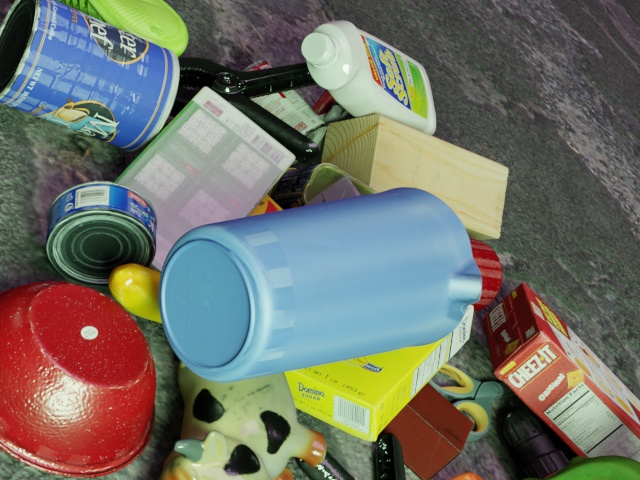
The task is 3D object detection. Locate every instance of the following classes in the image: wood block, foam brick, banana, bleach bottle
[{"bbox_3d":[0.106,-0.066,1.202,0.205,0.091,0.090,17,77,-37],"label":"wood block"},{"bbox_3d":[0.087,0.165,0.951,0.078,0.051,0.053,42,31,1],"label":"foam brick"},{"bbox_3d":[-0.111,0.046,0.848,0.197,0.070,0.037,21,64,-53],"label":"banana"},{"bbox_3d":[0.049,-0.171,1.148,0.250,0.068,0.102,9,70,-64],"label":"bleach bottle"}]

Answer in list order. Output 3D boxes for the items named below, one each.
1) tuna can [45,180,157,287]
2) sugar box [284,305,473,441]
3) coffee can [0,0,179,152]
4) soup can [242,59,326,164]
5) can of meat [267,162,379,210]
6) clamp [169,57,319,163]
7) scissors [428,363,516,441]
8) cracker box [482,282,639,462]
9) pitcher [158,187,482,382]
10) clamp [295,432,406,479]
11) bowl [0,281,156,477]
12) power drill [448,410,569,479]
[{"bbox_3d":[-0.170,-0.003,0.832,0.086,0.086,0.034,24,36,-28],"label":"tuna can"},{"bbox_3d":[0.053,0.096,0.930,0.093,0.048,0.175,21,39,26],"label":"sugar box"},{"bbox_3d":[-0.212,-0.149,0.955,0.140,0.103,0.103,20,36,-34],"label":"coffee can"},{"bbox_3d":[-0.050,-0.138,1.167,0.102,0.069,0.068,47,30,8],"label":"soup can"},{"bbox_3d":[0.010,-0.035,1.070,0.102,0.084,0.057,29,75,-22],"label":"can of meat"},{"bbox_3d":[-0.092,-0.141,1.075,0.210,0.036,0.164,6,40,-10],"label":"clamp"},{"bbox_3d":[0.178,0.169,1.088,0.201,0.016,0.096,17,39,-36],"label":"scissors"},{"bbox_3d":[0.264,0.160,1.095,0.213,0.072,0.164,44,13,-7],"label":"cracker box"},{"bbox_3d":[-0.008,0.031,0.807,0.242,0.149,0.145,-8,62,-50],"label":"pitcher"},{"bbox_3d":[0.045,0.223,0.838,0.120,0.039,0.171,10,42,-38],"label":"clamp"},{"bbox_3d":[-0.173,0.082,0.747,0.162,0.055,0.162,30,31,-21],"label":"bowl"},{"bbox_3d":[0.184,0.239,0.960,0.187,0.057,0.184,4,47,-48],"label":"power drill"}]
